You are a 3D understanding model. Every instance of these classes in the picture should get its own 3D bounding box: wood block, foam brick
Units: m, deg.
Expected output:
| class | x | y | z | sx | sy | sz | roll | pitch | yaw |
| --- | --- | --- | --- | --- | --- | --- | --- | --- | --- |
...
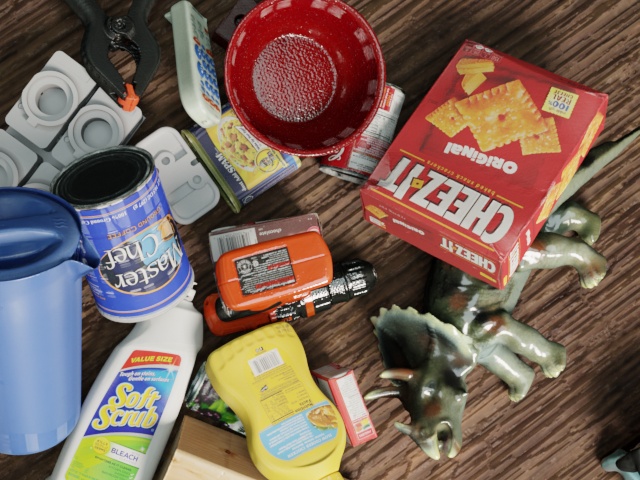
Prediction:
| class | x | y | z | sx | sy | sz | roll | pitch | yaw |
| --- | --- | --- | --- | --- | --- | --- | --- | --- | --- |
| wood block | -0.062 | 0.267 | 1.078 | 0.206 | 0.091 | 0.090 | 23 | 102 | -6 |
| foam brick | -0.066 | -0.208 | 1.104 | 0.078 | 0.051 | 0.053 | 37 | 85 | -6 |

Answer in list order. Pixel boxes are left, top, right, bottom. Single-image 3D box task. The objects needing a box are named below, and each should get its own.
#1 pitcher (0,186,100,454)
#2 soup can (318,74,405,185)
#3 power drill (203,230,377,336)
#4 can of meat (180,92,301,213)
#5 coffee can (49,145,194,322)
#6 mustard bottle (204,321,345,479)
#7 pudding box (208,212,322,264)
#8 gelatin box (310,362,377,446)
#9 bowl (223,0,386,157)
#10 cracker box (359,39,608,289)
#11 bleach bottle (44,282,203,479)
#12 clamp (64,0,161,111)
| class | x | y | z | sx | sy | sz | roll | pitch | yaw |
| --- | --- | --- | --- | --- | --- | --- | --- | --- | --- |
| pitcher | -0.291 | 0.079 | 0.983 | 0.144 | 0.149 | 0.243 | -22 | 137 | -32 |
| soup can | 0.044 | -0.114 | 1.109 | 0.068 | 0.068 | 0.102 | 16 | 88 | -7 |
| power drill | -0.028 | 0.043 | 1.043 | 0.184 | 0.188 | 0.057 | -17 | 77 | -5 |
| can of meat | -0.081 | -0.093 | 1.100 | 0.084 | 0.057 | 0.102 | -35 | 94 | -7 |
| coffee can | -0.190 | -0.006 | 1.034 | 0.102 | 0.103 | 0.140 | -19 | 126 | -7 |
| mustard bottle | -0.030 | 0.180 | 1.042 | 0.096 | 0.058 | 0.192 | -22 | 70 | -26 |
| pudding box | -0.057 | 0.001 | 1.086 | 0.113 | 0.090 | 0.039 | -9 | 87 | -6 |
| gelatin box | 0.023 | 0.167 | 1.096 | 0.030 | 0.089 | 0.073 | -21 | 93 | -13 |
| bowl | -0.020 | -0.163 | 1.056 | 0.162 | 0.055 | 0.162 | -1 | 93 | -14 |
| cracker box | 0.164 | -0.083 | 1.067 | 0.164 | 0.072 | 0.213 | 28 | 70 | 22 |
| bleach bottle | -0.191 | 0.153 | 1.086 | 0.102 | 0.068 | 0.251 | 20 | 85 | -4 |
| clamp | -0.213 | -0.212 | 1.065 | 0.120 | 0.039 | 0.171 | 0 | 67 | -11 |
